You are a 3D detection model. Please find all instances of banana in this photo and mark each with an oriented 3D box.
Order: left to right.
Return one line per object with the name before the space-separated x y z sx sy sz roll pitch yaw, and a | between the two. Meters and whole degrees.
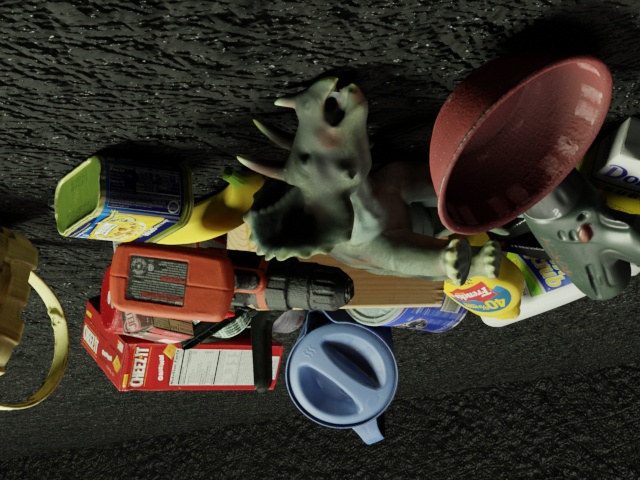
banana | -0.103 -0.031 0.999 0.069 0.037 0.198 22 152 -27

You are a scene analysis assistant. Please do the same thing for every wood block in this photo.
wood block | 0.017 0.018 1.075 0.205 0.091 0.090 1 -173 -28

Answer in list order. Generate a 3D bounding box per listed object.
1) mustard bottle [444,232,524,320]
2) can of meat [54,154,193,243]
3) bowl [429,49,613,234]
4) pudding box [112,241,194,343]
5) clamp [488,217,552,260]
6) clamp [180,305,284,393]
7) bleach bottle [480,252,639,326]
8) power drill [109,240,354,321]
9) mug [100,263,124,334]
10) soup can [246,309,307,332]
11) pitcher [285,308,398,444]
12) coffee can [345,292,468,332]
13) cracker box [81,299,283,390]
mustard bottle | 0.175 0.039 1.208 0.096 0.058 0.191 -8 146 38
can of meat | -0.170 -0.033 0.911 0.083 0.057 0.102 6 161 -35
bowl | 0.134 -0.082 0.779 0.162 0.055 0.162 -28 147 -20
pudding box | -0.172 0.046 1.100 0.039 0.113 0.090 -13 164 18
clamp | 0.285 -0.021 1.157 0.210 0.036 0.164 -1 143 18
clamp | -0.070 0.081 1.192 0.120 0.171 0.039 35 -174 16
bleach bottle | 0.298 0.018 1.276 0.251 0.102 0.067 -27 160 34
power drill | -0.078 0.035 0.899 0.185 0.057 0.187 5 179 16
mug | -0.199 0.060 1.217 0.081 0.093 0.117 6 133 -25
soup can | -0.068 0.083 1.382 0.069 0.068 0.102 -14 164 27
pitcher | 0.037 0.143 1.362 0.145 0.149 0.242 20 -166 0
coffee can | 0.104 0.055 1.280 0.103 0.103 0.140 -17 162 36
cracker box | -0.180 0.136 1.377 0.213 0.072 0.164 4 -166 -30
